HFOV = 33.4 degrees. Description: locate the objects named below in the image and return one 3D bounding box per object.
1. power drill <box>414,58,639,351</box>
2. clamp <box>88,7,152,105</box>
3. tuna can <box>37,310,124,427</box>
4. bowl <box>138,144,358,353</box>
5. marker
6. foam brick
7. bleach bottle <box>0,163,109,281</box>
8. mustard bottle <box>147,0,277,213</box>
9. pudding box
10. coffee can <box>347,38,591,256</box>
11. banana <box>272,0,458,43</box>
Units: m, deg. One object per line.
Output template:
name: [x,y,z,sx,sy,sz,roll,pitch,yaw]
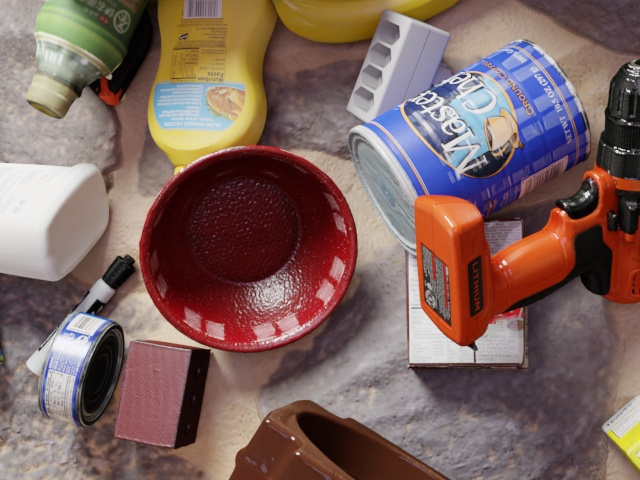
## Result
power drill: [0.156,-0.017,0.716,0.187,0.057,0.184,-18,122,-18]
clamp: [-0.189,-0.198,0.876,0.120,0.039,0.171,1,81,11]
tuna can: [-0.182,0.099,0.822,0.034,0.086,0.086,14,87,9]
bowl: [-0.055,0.001,0.805,0.162,0.055,0.162,-3,109,-8]
marker: [-0.192,0.059,0.861,0.020,0.020,0.121,42,92,11]
foam brick: [-0.122,0.118,0.826,0.051,0.053,0.078,9,87,11]
bleach bottle: [-0.305,-0.028,0.861,0.251,0.102,0.068,8,126,17]
mustard bottle: [-0.088,-0.117,0.839,0.096,0.058,0.191,4,85,20]
pudding box: [0.109,0.040,0.800,0.090,0.039,0.113,-1,81,13]
coffee can: [0.105,-0.066,0.762,0.140,0.103,0.103,-30,80,-9]
banana: [0.051,-0.190,0.820,0.197,0.069,0.037,-13,54,-3]
